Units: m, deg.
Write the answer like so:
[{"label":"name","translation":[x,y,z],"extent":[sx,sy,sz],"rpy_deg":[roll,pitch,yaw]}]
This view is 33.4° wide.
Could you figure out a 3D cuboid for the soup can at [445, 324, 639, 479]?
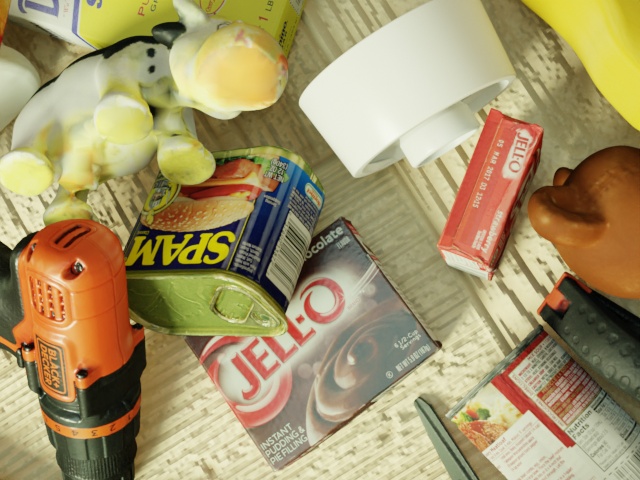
[{"label":"soup can","translation":[0.123,0.102,0.537],"extent":[0.068,0.068,0.102],"rpy_deg":[-45,78,2]}]

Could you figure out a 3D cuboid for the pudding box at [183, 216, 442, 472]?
[{"label":"pudding box","translation":[-0.004,0.057,0.580],"extent":[0.113,0.039,0.090],"rpy_deg":[-37,77,3]}]

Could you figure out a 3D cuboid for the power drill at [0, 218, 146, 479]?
[{"label":"power drill","translation":[-0.176,0.047,0.576],"extent":[0.188,0.057,0.184],"rpy_deg":[21,129,22]}]

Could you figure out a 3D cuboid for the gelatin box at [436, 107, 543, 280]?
[{"label":"gelatin box","translation":[0.088,-0.020,0.547],"extent":[0.030,0.089,0.073],"rpy_deg":[22,87,12]}]

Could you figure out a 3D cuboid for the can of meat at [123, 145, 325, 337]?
[{"label":"can of meat","translation":[-0.054,0.001,0.562],"extent":[0.102,0.057,0.084],"rpy_deg":[-3,54,34]}]

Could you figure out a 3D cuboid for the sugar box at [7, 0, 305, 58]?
[{"label":"sugar box","translation":[-0.098,-0.150,0.618],"extent":[0.176,0.048,0.093],"rpy_deg":[18,88,10]}]
